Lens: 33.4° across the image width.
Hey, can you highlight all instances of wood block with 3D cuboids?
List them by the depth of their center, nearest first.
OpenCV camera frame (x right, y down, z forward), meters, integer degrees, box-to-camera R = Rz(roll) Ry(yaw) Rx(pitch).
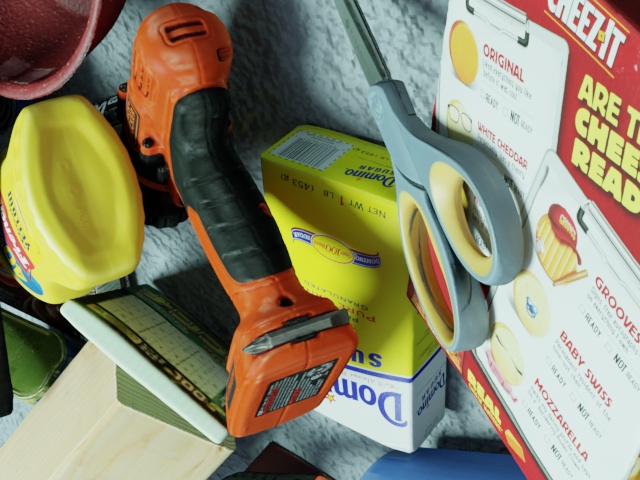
[{"bbox_3d":[-0.155,0.158,0.715,0.090,0.091,0.206,29,115,-28],"label":"wood block"}]

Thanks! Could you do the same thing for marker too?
[{"bbox_3d":[-0.132,-0.074,0.640,0.121,0.020,0.020,-10,116,45],"label":"marker"}]

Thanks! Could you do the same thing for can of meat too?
[{"bbox_3d":[-0.206,0.093,0.784,0.102,0.057,0.084,18,165,29],"label":"can of meat"}]

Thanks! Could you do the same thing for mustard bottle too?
[{"bbox_3d":[-0.154,-0.013,0.611,0.192,0.058,0.096,-20,91,65],"label":"mustard bottle"}]

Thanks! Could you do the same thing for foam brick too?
[{"bbox_3d":[-0.020,0.189,0.739,0.078,0.051,0.053,28,136,20],"label":"foam brick"}]

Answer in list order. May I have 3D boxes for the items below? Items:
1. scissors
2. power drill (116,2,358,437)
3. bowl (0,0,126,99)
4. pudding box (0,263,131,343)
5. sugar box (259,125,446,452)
[{"bbox_3d":[0.037,-0.055,0.432,0.096,0.016,0.202,143,113,-69],"label":"scissors"},{"bbox_3d":[-0.054,0.001,0.545,0.188,0.057,0.185,64,160,19],"label":"power drill"},{"bbox_3d":[-0.143,-0.155,0.536,0.162,0.055,0.162,16,115,36],"label":"bowl"},{"bbox_3d":[-0.184,0.017,0.744,0.114,0.039,0.090,19,132,27],"label":"pudding box"},{"bbox_3d":[0.021,0.030,0.577,0.093,0.048,0.176,21,132,29],"label":"sugar box"}]
